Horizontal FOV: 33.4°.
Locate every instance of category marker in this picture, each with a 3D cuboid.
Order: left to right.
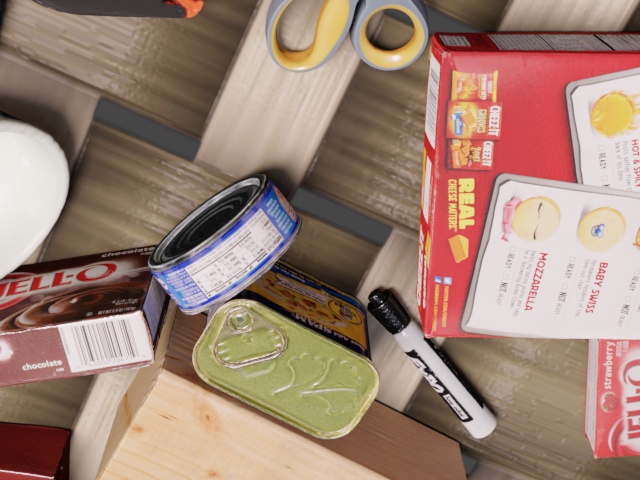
[{"bbox_3d":[0.069,0.076,0.664,0.020,0.020,0.121,-35,108,14],"label":"marker"}]

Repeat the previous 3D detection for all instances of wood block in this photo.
[{"bbox_3d":[-0.020,0.136,0.651,0.206,0.091,0.090,28,110,-11],"label":"wood block"}]

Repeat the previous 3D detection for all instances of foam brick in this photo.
[{"bbox_3d":[-0.191,0.164,0.685,0.051,0.053,0.078,6,114,-2],"label":"foam brick"}]

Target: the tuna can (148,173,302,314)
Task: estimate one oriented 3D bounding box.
[{"bbox_3d":[-0.054,0.001,0.597,0.086,0.086,0.033,-33,108,13],"label":"tuna can"}]

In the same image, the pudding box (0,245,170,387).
[{"bbox_3d":[-0.147,0.043,0.613,0.113,0.090,0.039,-7,114,2],"label":"pudding box"}]

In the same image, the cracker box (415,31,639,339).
[{"bbox_3d":[0.164,-0.030,0.591,0.213,0.072,0.164,0,112,-1],"label":"cracker box"}]

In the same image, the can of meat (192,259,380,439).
[{"bbox_3d":[-0.019,0.056,0.620,0.102,0.084,0.057,28,109,-11],"label":"can of meat"}]

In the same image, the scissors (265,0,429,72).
[{"bbox_3d":[0.037,-0.144,0.522,0.096,0.016,0.202,13,146,-22],"label":"scissors"}]
